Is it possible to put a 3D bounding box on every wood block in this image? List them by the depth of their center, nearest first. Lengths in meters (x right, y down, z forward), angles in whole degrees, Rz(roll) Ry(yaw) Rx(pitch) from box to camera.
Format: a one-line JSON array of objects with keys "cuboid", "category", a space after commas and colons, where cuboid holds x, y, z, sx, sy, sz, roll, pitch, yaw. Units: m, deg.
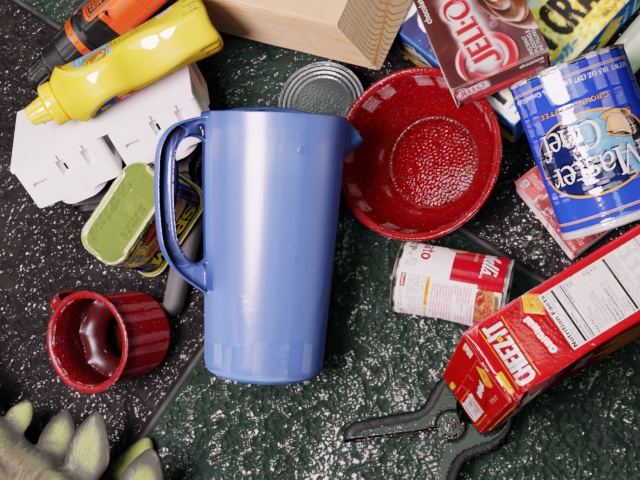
[{"cuboid": [-0.027, -0.239, 1.014, 0.206, 0.090, 0.091, 20, 81, 34], "category": "wood block"}]

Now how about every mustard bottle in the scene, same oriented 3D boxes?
[{"cuboid": [-0.186, -0.160, 0.988, 0.191, 0.096, 0.058, -28, 109, -1], "category": "mustard bottle"}]

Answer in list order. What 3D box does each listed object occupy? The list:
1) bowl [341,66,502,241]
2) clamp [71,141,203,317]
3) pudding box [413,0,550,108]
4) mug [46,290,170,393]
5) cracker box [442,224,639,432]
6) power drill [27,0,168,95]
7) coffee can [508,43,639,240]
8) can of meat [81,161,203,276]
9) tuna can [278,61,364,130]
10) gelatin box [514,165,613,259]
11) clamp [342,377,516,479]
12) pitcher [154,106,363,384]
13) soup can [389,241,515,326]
[{"cuboid": [0.097, -0.077, 0.994, 0.162, 0.055, 0.162, -3, 84, 25], "category": "bowl"}, {"cuboid": [-0.139, -0.052, 1.057, 0.165, 0.036, 0.210, 40, 92, 16], "category": "clamp"}, {"cuboid": [0.142, -0.184, 0.947, 0.090, 0.039, 0.113, -22, 62, 6], "category": "pudding box"}, {"cuboid": [-0.204, 0.085, 1.009, 0.117, 0.081, 0.093, 33, 106, 22], "category": "mug"}, {"cuboid": [0.213, 0.068, 0.874, 0.213, 0.164, 0.072, -30, 74, -9], "category": "cracker box"}, {"cuboid": [-0.236, -0.254, 1.076, 0.185, 0.057, 0.188, -35, 54, 18], "category": "power drill"}, {"cuboid": [0.232, -0.082, 0.906, 0.103, 0.102, 0.140, -20, 90, 7], "category": "coffee can"}, {"cuboid": [-0.165, -0.020, 0.997, 0.057, 0.083, 0.102, 35, 94, 18], "category": "can of meat"}, {"cuboid": [0.004, -0.129, 1.046, 0.086, 0.033, 0.086, -2, 78, 11], "category": "tuna can"}, {"cuboid": [0.234, -0.040, 0.981, 0.073, 0.030, 0.089, -36, 74, 2], "category": "gelatin box"}, {"cuboid": [0.107, 0.165, 0.960, 0.120, 0.039, 0.171, 41, 82, 12], "category": "clamp"}, {"cuboid": [-0.056, 0.001, 0.959, 0.149, 0.144, 0.243, 5, 94, 25], "category": "pitcher"}, {"cuboid": [0.120, 0.042, 0.968, 0.102, 0.068, 0.068, 10, 80, 14], "category": "soup can"}]
